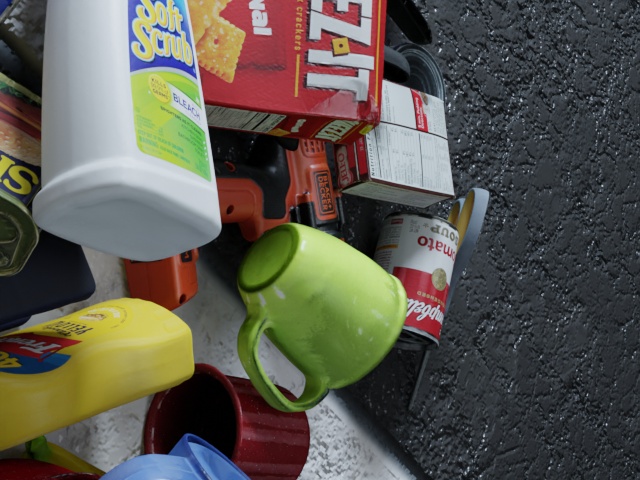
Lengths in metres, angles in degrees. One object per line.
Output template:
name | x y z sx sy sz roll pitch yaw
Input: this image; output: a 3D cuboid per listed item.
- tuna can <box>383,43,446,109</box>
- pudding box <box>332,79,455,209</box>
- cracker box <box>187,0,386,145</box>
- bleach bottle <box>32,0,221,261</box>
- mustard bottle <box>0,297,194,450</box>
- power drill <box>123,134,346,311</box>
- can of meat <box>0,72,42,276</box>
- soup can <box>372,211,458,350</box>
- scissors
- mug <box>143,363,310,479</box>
tuna can | 0.071 -0.128 0.929 0.085 0.034 0.086 4 84 -45
pudding box | 0.057 -0.077 0.848 0.113 0.039 0.090 8 72 -44
cracker box | -0.064 -0.161 0.708 0.213 0.072 0.164 6 82 -17
bleach bottle | -0.112 -0.120 0.585 0.102 0.068 0.251 27 50 -57
mustard bottle | -0.170 0.082 0.612 0.191 0.096 0.058 -17 110 -50
power drill | -0.055 0.001 0.777 0.187 0.057 0.184 -11 92 -48
can of meat | -0.182 -0.043 0.567 0.102 0.058 0.084 32 40 -11
soup can | 0.075 0.034 0.898 0.068 0.069 0.102 30 66 -40
scissors | 0.108 0.045 0.957 0.016 0.096 0.202 17 104 -6
mug | -0.057 0.145 0.731 0.081 0.093 0.117 18 37 -49
